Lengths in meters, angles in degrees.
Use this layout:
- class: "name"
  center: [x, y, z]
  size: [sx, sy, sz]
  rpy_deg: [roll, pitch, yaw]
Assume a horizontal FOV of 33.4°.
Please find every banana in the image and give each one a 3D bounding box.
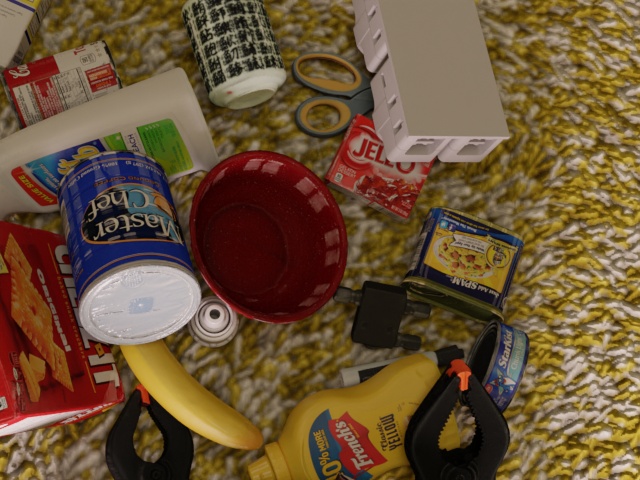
- class: "banana"
  center: [-0.129, 0.116, 0.955]
  size: [0.069, 0.037, 0.198]
  rpy_deg: [-29, 76, -34]

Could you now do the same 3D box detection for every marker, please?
- class: "marker"
  center: [0.078, 0.119, 1.009]
  size: [0.121, 0.020, 0.020]
  rpy_deg: [-11, 80, -9]

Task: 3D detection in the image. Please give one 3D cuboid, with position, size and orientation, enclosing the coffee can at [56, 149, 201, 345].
- class: "coffee can"
  center: [-0.169, 0.005, 0.931]
  size: [0.102, 0.103, 0.140]
  rpy_deg: [-14, 50, -10]

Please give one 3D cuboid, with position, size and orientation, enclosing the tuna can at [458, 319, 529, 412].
- class: "tuna can"
  center: [0.160, 0.118, 0.986]
  size: [0.033, 0.086, 0.086]
  rpy_deg: [22, 76, -4]

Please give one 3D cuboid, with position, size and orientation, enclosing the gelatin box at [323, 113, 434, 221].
- class: "gelatin box"
  center: [0.057, -0.070, 1.032]
  size: [0.089, 0.030, 0.073]
  rpy_deg: [26, 81, -9]

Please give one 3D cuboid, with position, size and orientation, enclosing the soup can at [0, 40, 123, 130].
- class: "soup can"
  center: [-0.240, -0.141, 0.998]
  size: [0.102, 0.068, 0.068]
  rpy_deg: [-20, 82, -11]

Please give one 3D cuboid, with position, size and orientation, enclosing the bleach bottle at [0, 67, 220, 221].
- class: "bleach bottle"
  center: [-0.225, -0.070, 0.980]
  size: [0.250, 0.102, 0.068]
  rpy_deg: [-22, 45, -5]

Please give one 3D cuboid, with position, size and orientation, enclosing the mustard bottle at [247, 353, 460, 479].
- class: "mustard bottle"
  center: [0.025, 0.178, 0.968]
  size: [0.191, 0.058, 0.096]
  rpy_deg: [-20, 104, -9]

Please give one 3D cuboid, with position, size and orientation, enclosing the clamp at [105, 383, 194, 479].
- class: "clamp"
  center: [-0.139, 0.215, 0.953]
  size: [0.120, 0.039, 0.171]
  rpy_deg: [5, 75, -24]

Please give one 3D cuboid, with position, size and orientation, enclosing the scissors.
- class: "scissors"
  center: [0.062, -0.127, 1.061]
  size: [0.201, 0.016, 0.096]
  rpy_deg: [20, 78, -3]

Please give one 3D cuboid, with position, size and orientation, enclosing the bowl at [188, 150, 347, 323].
- class: "bowl"
  center: [-0.056, 0.001, 0.983]
  size: [0.161, 0.055, 0.162]
  rpy_deg: [9, 72, -28]

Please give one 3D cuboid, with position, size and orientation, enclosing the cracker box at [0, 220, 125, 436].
- class: "cracker box"
  center: [-0.248, 0.071, 0.874]
  size: [0.072, 0.213, 0.164]
  rpy_deg: [-21, 81, 9]

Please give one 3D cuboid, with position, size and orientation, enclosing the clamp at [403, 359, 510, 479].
- class: "clamp"
  center: [0.111, 0.209, 0.950]
  size: [0.164, 0.036, 0.210]
  rpy_deg: [-9, 108, -7]

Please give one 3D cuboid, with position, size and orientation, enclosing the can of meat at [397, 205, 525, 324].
- class: "can of meat"
  center: [0.136, 0.023, 1.018]
  size: [0.102, 0.057, 0.084]
  rpy_deg: [22, 75, -2]

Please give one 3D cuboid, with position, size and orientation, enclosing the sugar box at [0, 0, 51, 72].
- class: "sugar box"
  center: [-0.303, -0.252, 1.026]
  size: [0.093, 0.048, 0.176]
  rpy_deg: [24, 80, -2]
